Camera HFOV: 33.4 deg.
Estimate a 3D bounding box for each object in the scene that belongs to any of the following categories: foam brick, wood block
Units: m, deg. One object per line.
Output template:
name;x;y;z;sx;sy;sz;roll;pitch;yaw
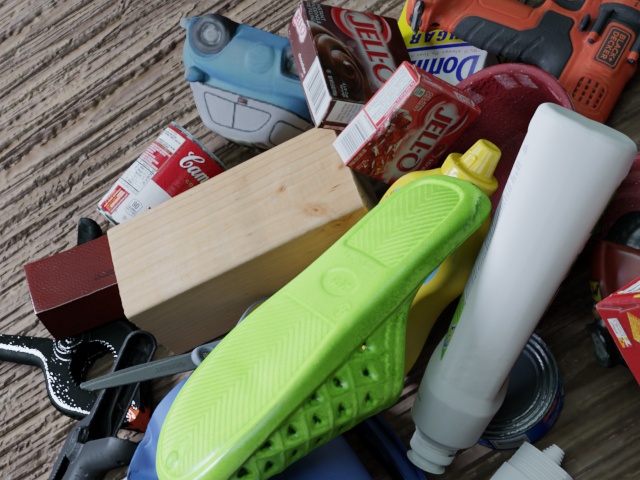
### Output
foam brick;-0.198;0.040;0.889;0.078;0.051;0.053;-20;57;-2
wood block;-0.056;0.000;0.863;0.206;0.090;0.090;-26;56;10

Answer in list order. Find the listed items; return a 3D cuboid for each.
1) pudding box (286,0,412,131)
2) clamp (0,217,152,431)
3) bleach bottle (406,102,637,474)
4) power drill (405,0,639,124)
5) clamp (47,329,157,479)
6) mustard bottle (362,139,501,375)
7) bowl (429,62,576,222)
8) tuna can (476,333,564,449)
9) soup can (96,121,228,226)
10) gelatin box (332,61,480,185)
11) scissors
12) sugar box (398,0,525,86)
pudding box;0.029;-0.135;0.848;0.039;0.089;0.113;-55;39;47
clamp;-0.204;0.081;0.919;0.210;0.036;0.164;34;79;31
bleach bottle;0.121;0.037;0.700;0.068;0.102;0.251;25;105;8
power drill;0.176;-0.194;0.848;0.188;0.057;0.184;28;74;9
clamp;-0.170;0.161;0.807;0.172;0.039;0.120;-59;15;26
mustard bottle;0.070;0.008;0.772;0.192;0.058;0.096;-58;43;25
bowl;0.140;-0.049;0.804;0.162;0.055;0.162;-20;61;42
tuna can;0.129;0.105;0.760;0.086;0.033;0.086;-11;60;19
soup can;-0.139;-0.044;0.938;0.069;0.068;0.102;37;83;34
gelatin box;0.065;-0.084;0.800;0.089;0.073;0.030;-47;47;24
scissors;-0.069;0.100;0.795;0.201;0.016;0.096;-27;68;-38
sugar box;0.116;-0.184;0.912;0.093;0.048;0.176;11;68;28
